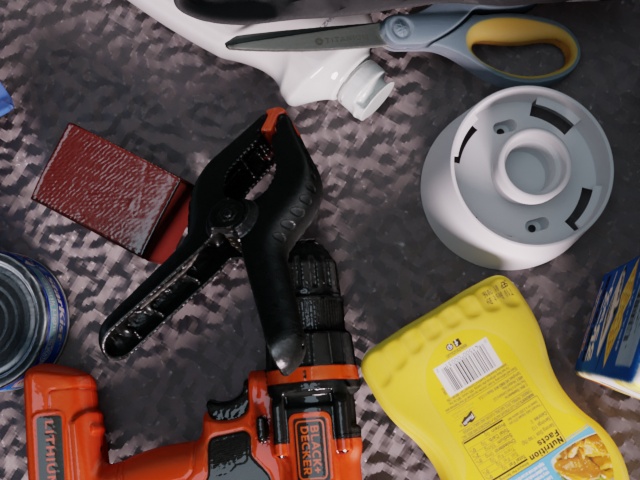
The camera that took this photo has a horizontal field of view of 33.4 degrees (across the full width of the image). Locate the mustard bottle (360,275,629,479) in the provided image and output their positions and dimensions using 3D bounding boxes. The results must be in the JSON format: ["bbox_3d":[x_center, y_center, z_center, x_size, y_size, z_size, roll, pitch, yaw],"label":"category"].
[{"bbox_3d":[0.108,0.121,0.571,0.096,0.058,0.192,-30,80,-6],"label":"mustard bottle"}]

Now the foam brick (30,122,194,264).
[{"bbox_3d":[-0.118,-0.027,0.624,0.078,0.053,0.051,27,89,11],"label":"foam brick"}]

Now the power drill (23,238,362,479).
[{"bbox_3d":[-0.070,0.098,0.602,0.188,0.057,0.184,-7,77,9],"label":"power drill"}]

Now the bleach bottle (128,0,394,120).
[{"bbox_3d":[-0.065,-0.155,0.625,0.251,0.068,0.102,42,92,8],"label":"bleach bottle"}]

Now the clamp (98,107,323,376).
[{"bbox_3d":[-0.054,0.001,0.588,0.120,0.039,0.171,-2,51,17],"label":"clamp"}]

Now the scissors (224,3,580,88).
[{"bbox_3d":[0.051,-0.132,0.595,0.201,0.016,0.096,8,73,-12],"label":"scissors"}]

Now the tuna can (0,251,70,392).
[{"bbox_3d":[-0.197,0.048,0.638,0.086,0.033,0.086,-1,84,9],"label":"tuna can"}]
